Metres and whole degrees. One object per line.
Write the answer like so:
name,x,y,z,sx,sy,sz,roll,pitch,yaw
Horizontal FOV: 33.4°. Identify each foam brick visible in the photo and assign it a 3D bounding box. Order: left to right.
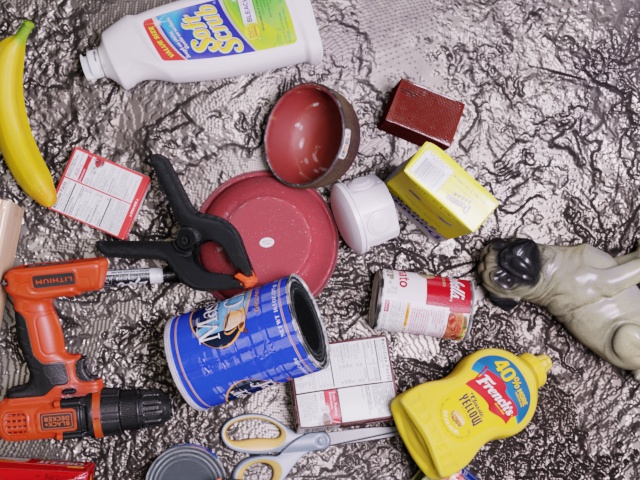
foam brick,0.110,-0.136,1.167,0.078,0.051,0.053,23,83,-3

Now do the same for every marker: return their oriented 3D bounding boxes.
marker,-0.201,0.039,1.144,0.121,0.020,0.020,-3,86,-5

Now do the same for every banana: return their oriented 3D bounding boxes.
banana,-0.319,-0.128,1.125,0.037,0.070,0.198,-9,88,-45

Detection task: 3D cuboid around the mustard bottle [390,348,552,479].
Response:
mustard bottle,0.172,0.169,1.131,0.191,0.058,0.096,-25,82,-28

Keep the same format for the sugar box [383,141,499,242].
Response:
sugar box,0.116,-0.045,1.098,0.093,0.176,0.048,42,81,-1

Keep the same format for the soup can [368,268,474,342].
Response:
soup can,0.108,0.069,1.144,0.102,0.068,0.068,8,85,-4

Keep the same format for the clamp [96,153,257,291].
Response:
clamp,-0.146,0.006,1.101,0.171,0.039,0.120,42,100,11

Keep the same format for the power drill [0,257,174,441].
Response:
power drill,-0.249,0.114,1.105,0.184,0.057,0.188,-5,94,-5

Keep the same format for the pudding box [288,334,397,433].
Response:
pudding box,0.023,0.153,1.140,0.113,0.039,0.090,-7,74,-7

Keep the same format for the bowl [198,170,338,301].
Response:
bowl,-0.057,0.001,1.141,0.162,0.055,0.162,0,86,-5

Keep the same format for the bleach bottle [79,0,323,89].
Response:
bleach bottle,-0.130,-0.210,1.147,0.250,0.068,0.102,-16,87,-4

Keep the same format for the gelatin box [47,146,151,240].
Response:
gelatin box,-0.236,-0.050,1.142,0.089,0.030,0.073,23,86,-4

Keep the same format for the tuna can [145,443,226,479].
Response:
tuna can,-0.142,0.258,1.126,0.086,0.034,0.086,0,86,-5

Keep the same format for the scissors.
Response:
scissors,-0.010,0.234,1.148,0.201,0.016,0.096,9,83,-4

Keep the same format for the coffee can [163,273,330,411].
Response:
coffee can,-0.074,0.104,1.088,0.140,0.102,0.103,-20,88,13
